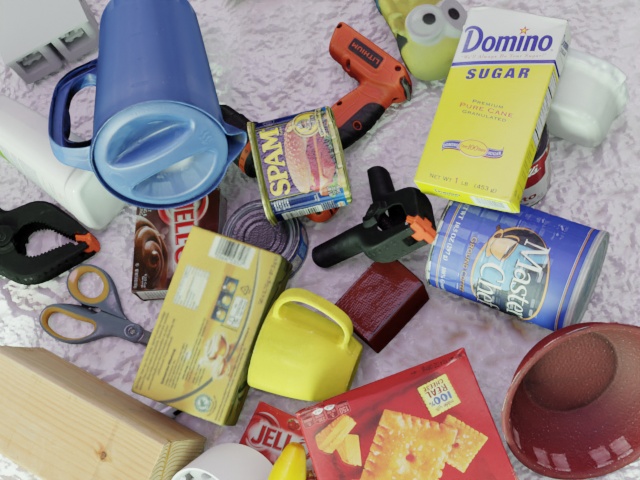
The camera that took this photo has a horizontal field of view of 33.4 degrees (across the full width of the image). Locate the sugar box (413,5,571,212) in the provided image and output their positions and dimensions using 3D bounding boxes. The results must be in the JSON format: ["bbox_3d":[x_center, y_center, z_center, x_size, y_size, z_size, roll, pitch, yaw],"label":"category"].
[{"bbox_3d":[0.155,-0.119,0.955,0.093,0.048,0.176,14,82,22],"label":"sugar box"}]

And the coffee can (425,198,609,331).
[{"bbox_3d":[0.182,0.018,0.985,0.140,0.102,0.102,20,76,20],"label":"coffee can"}]

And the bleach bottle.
[{"bbox_3d":[-0.322,-0.110,1.155,0.251,0.102,0.068,33,69,21],"label":"bleach bottle"}]

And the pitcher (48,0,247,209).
[{"bbox_3d":[-0.180,-0.156,1.089,0.145,0.149,0.243,-40,39,24],"label":"pitcher"}]

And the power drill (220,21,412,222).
[{"bbox_3d":[-0.010,-0.134,1.114,0.184,0.057,0.187,39,86,19],"label":"power drill"}]

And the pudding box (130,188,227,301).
[{"bbox_3d":[-0.145,0.004,1.104,0.090,0.039,0.113,-4,70,11],"label":"pudding box"}]

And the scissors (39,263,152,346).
[{"bbox_3d":[-0.195,0.076,1.103,0.202,0.016,0.096,5,71,15],"label":"scissors"}]

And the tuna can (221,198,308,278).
[{"bbox_3d":[-0.057,0.001,1.087,0.086,0.033,0.086,-5,69,12],"label":"tuna can"}]

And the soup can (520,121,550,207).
[{"bbox_3d":[0.185,-0.078,1.019,0.068,0.102,0.068,-5,69,12],"label":"soup can"}]

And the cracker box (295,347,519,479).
[{"bbox_3d":[0.089,0.222,0.932,0.164,0.072,0.214,-21,74,2],"label":"cracker box"}]

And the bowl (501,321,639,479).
[{"bbox_3d":[0.228,0.128,0.929,0.162,0.162,0.055,-25,28,4],"label":"bowl"}]

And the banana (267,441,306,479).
[{"bbox_3d":[-0.017,0.280,0.948,0.069,0.037,0.198,-20,92,-4],"label":"banana"}]

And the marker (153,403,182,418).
[{"bbox_3d":[-0.110,0.142,1.056,0.121,0.020,0.020,-33,66,0],"label":"marker"}]

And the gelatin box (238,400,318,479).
[{"bbox_3d":[-0.034,0.203,1.009,0.089,0.030,0.073,22,76,20],"label":"gelatin box"}]

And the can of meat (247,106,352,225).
[{"bbox_3d":[-0.019,-0.074,1.039,0.084,0.057,0.102,-13,74,5],"label":"can of meat"}]

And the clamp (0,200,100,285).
[{"bbox_3d":[-0.342,0.012,1.151,0.210,0.036,0.164,7,72,16],"label":"clamp"}]

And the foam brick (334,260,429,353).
[{"bbox_3d":[0.059,0.060,1.027,0.051,0.053,0.078,41,83,23],"label":"foam brick"}]

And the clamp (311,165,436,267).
[{"bbox_3d":[0.062,-0.026,1.022,0.172,0.039,0.120,0,61,59],"label":"clamp"}]

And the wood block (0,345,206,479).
[{"bbox_3d":[-0.228,0.185,1.021,0.206,0.090,0.091,25,92,21],"label":"wood block"}]
